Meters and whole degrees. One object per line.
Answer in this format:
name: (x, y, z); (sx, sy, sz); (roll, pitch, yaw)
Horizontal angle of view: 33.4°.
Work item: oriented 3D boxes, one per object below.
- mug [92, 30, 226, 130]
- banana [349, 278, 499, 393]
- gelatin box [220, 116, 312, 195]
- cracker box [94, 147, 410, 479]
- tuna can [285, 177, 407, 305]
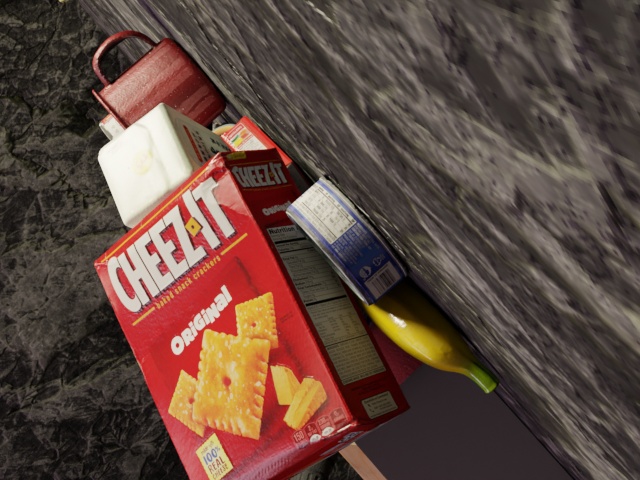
mug: (-0.143, -0.129, 0.919); (0.117, 0.081, 0.093); (49, 178, -19)
banana: (0.053, 0.049, 0.754); (0.069, 0.037, 0.198); (52, 176, -29)
gelatin box: (-0.033, -0.047, 0.844); (0.073, 0.030, 0.089); (47, 177, 40)
cracker box: (-0.058, 0.066, 0.766); (0.071, 0.164, 0.214); (-9, -112, -53)
tuna can: (0.017, 0.001, 0.695); (0.086, 0.034, 0.086); (48, 177, 2)
